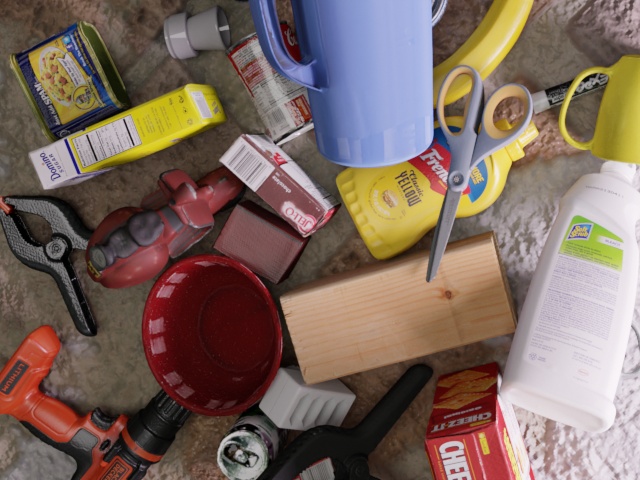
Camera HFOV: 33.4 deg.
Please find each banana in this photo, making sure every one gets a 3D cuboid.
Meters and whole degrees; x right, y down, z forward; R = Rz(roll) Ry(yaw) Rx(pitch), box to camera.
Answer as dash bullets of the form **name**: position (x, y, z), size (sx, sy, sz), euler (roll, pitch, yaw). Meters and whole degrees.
- **banana**: position (0.137, -0.181, 1.011), size (0.198, 0.037, 0.069), euler (-37, 91, 13)

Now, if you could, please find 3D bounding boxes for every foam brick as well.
- **foam brick**: position (-0.057, 0.001, 1.063), size (0.078, 0.053, 0.051), euler (30, 101, 7)

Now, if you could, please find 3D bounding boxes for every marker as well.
- **marker**: position (0.256, -0.149, 1.002), size (0.121, 0.020, 0.020), euler (-20, 93, 13)

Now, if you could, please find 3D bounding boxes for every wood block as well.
- **wood block**: position (0.078, 0.064, 1.027), size (0.206, 0.090, 0.091), euler (-16, 93, 12)

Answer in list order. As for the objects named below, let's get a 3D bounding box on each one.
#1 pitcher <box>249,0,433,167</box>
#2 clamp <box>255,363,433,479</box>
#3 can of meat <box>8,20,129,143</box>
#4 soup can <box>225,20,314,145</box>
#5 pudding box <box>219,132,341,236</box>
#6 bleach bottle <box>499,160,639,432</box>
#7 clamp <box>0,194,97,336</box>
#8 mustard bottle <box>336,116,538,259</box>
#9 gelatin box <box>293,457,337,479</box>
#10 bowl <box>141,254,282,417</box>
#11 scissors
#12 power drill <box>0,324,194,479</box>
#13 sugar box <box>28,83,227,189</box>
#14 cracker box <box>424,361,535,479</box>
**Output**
- **pitcher**: position (0.028, -0.189, 0.930), size (0.149, 0.145, 0.243), euler (-1, 117, 13)
- **clamp**: position (0.034, 0.208, 1.034), size (0.209, 0.036, 0.164), euler (-3, 92, -26)
- **can of meat**: position (-0.251, -0.160, 1.077), size (0.084, 0.057, 0.102), euler (-25, 93, 10)
- **soup can**: position (-0.039, -0.152, 1.032), size (0.068, 0.068, 0.102), euler (-28, 92, 13)
- **pudding box**: position (-0.036, -0.055, 1.033), size (0.113, 0.090, 0.039), euler (44, 101, 3)
- **bleach bottle**: position (0.244, 0.037, 0.958), size (0.102, 0.068, 0.250), euler (20, 69, 10)
- **clamp**: position (-0.269, 0.018, 1.111), size (0.171, 0.039, 0.120), euler (29, 91, 5)
- **mustard bottle**: position (0.118, -0.063, 1.019), size (0.192, 0.058, 0.096), euler (-28, 81, 12)
- **gelatin box**: position (-0.039, 0.239, 1.060), size (0.089, 0.073, 0.030), euler (-21, 96, -27)
- **bowl**: position (-0.098, 0.092, 1.070), size (0.162, 0.055, 0.162), euler (2, 95, 25)
- **scissors**: position (0.144, -0.062, 0.968), size (0.096, 0.016, 0.202), euler (-1, 81, 16)
- **power drill**: position (-0.244, 0.176, 1.117), size (0.187, 0.057, 0.184), euler (40, 102, 4)
- **sugar box**: position (-0.188, -0.102, 1.054), size (0.176, 0.093, 0.048), euler (-23, 92, 13)
- **cracker box**: position (0.151, 0.217, 0.968), size (0.072, 0.213, 0.164), euler (-16, 94, 12)
